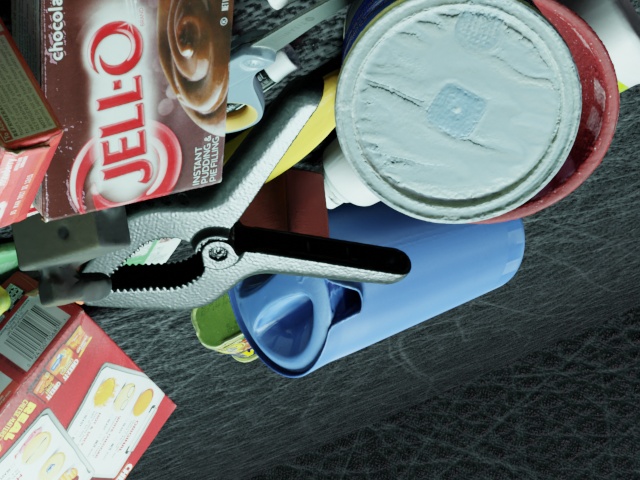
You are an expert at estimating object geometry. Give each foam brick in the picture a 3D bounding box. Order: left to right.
[{"bbox_3d":[-0.040,-0.018,0.732,0.078,0.051,0.052,-9,173,31],"label":"foam brick"}]

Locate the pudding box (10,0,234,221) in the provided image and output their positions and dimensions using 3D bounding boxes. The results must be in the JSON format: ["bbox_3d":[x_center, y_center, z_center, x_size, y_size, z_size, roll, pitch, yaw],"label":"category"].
[{"bbox_3d":[-0.086,-0.071,0.463,0.089,0.039,0.113,-16,125,-35],"label":"pudding box"}]

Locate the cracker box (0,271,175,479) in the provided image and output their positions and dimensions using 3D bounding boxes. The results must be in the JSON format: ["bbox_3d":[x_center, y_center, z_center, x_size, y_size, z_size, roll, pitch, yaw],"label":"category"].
[{"bbox_3d":[-0.205,0.138,0.766,0.164,0.072,0.213,-55,157,-16],"label":"cracker box"}]

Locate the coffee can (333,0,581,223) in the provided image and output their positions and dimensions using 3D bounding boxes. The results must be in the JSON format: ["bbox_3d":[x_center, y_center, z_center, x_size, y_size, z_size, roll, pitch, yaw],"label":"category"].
[{"bbox_3d":[0.060,-0.081,0.506,0.103,0.103,0.140,-28,-161,14],"label":"coffee can"}]

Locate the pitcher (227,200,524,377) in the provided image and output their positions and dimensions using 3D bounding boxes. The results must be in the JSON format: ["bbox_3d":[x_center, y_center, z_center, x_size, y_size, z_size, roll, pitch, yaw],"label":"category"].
[{"bbox_3d":[0.045,0.014,0.890,0.242,0.149,0.145,-16,147,-36],"label":"pitcher"}]

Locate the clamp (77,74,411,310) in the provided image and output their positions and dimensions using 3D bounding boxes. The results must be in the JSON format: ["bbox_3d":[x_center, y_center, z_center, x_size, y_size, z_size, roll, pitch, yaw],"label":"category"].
[{"bbox_3d":[-0.054,0.001,0.664,0.210,0.036,0.164,-24,128,16],"label":"clamp"}]

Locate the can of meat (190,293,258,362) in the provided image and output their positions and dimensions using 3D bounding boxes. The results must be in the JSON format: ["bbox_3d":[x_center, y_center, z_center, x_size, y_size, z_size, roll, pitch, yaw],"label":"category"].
[{"bbox_3d":[-0.062,0.070,1.014,0.102,0.057,0.083,-28,161,11],"label":"can of meat"}]

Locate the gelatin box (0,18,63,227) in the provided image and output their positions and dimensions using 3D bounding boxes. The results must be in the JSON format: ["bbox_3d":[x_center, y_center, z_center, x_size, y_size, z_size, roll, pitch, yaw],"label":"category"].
[{"bbox_3d":[-0.145,-0.056,0.435,0.030,0.089,0.073,-23,167,-36],"label":"gelatin box"}]

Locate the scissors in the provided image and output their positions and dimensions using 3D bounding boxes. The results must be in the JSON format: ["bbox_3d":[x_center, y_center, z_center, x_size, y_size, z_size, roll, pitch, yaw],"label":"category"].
[{"bbox_3d":[-0.025,-0.085,0.526,0.202,0.016,0.096,-12,164,35],"label":"scissors"}]
